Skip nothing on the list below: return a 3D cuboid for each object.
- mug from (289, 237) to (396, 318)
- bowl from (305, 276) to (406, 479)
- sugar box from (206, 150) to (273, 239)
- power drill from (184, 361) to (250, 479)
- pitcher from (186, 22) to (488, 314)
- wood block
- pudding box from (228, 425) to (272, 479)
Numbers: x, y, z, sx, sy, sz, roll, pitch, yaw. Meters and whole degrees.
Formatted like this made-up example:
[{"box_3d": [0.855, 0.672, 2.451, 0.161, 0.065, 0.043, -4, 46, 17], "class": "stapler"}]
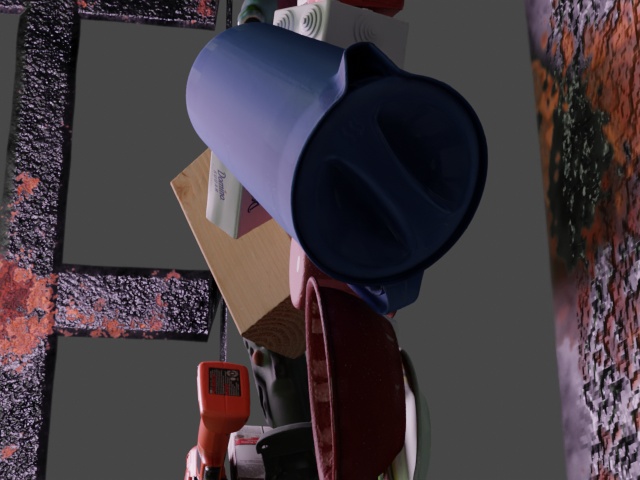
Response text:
[{"box_3d": [0.018, 0.017, 0.896, 0.117, 0.081, 0.093, -137, 51, -77], "class": "mug"}, {"box_3d": [0.025, 0.103, 0.745, 0.162, 0.055, 0.162, 175, 90, -84], "class": "bowl"}, {"box_3d": [-0.022, -0.079, 0.936, 0.048, 0.175, 0.093, 37, 136, 28], "class": "sugar box"}, {"box_3d": [-0.118, 0.242, 1.167, 0.184, 0.057, 0.188, -105, 25, -59], "class": "power drill"}, {"box_3d": [-0.004, -0.064, 0.731, 0.149, 0.144, 0.243, -61, 33, 7], "class": "pitcher"}, {"box_3d": [-0.057, 0.002, 1.045, 0.091, 0.090, 0.206, -41, 52, 15], "class": "wood block"}, {"box_3d": [-0.060, 0.261, 1.249, 0.113, 0.090, 0.039, -106, 23, -64], "class": "pudding box"}]
